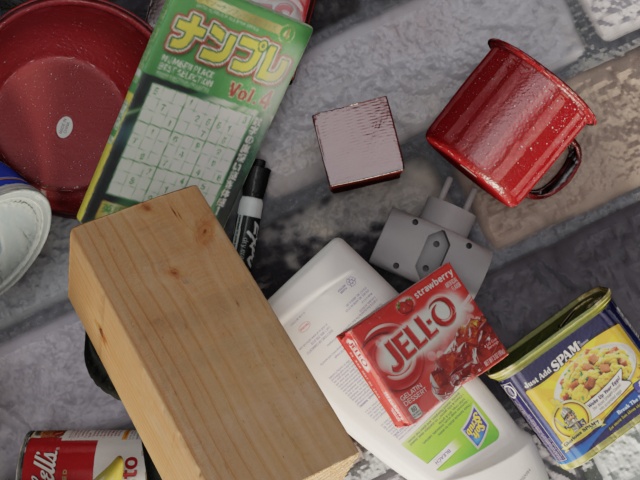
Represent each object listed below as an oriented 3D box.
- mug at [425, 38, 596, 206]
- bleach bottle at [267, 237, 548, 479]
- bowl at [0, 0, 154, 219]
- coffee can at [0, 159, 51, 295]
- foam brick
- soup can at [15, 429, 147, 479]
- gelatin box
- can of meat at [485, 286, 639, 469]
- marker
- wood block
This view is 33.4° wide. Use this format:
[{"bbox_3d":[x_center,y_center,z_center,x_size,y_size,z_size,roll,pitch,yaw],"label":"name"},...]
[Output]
[{"bbox_3d":[0.134,-0.072,0.736,0.117,0.093,0.081,36,95,-33],"label":"mug"},{"bbox_3d":[0.063,0.119,0.738,0.102,0.068,0.251,-43,89,-2],"label":"bleach bottle"},{"bbox_3d":[-0.172,-0.085,0.732,0.162,0.055,0.162,0,108,-2],"label":"bowl"},{"bbox_3d":[-0.261,-0.032,0.696,0.140,0.102,0.103,38,89,18],"label":"coffee can"},{"bbox_3d":[0.026,-0.064,0.738,0.053,0.078,0.051,-13,89,1],"label":"foam brick"},{"bbox_3d":[-0.151,0.166,0.740,0.102,0.068,0.068,-1,88,1],"label":"soup can"},{"bbox_3d":[0.067,0.068,0.695,0.089,0.030,0.073,-32,86,-23],"label":"gelatin box"},{"bbox_3d":[0.180,0.095,0.737,0.102,0.057,0.084,-37,89,1],"label":"can of meat"},{"bbox_3d":[-0.055,0.001,0.767,0.020,0.020,0.121,11,88,2],"label":"marker"},{"bbox_3d":[-0.074,0.080,0.666,0.090,0.091,0.206,-21,65,-26],"label":"wood block"}]
